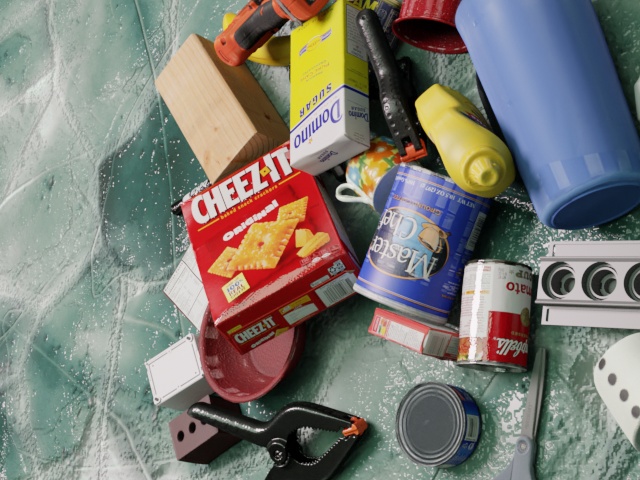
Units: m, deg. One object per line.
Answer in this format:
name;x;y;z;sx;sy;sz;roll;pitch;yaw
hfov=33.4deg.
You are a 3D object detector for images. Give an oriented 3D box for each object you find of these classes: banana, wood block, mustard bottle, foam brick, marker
banana;-0.068;-0.258;1.378;0.198;0.037;0.069;15;64;41
wood block;-0.119;-0.158;1.354;0.090;0.090;0.206;-48;51;20
mustard bottle;0.144;-0.090;1.036;0.058;0.096;0.191;-40;18;12
foam brick;-0.136;0.227;1.282;0.078;0.051;0.053;-38;55;28
marker;-0.155;-0.065;1.407;0.121;0.020;0.020;-32;58;31

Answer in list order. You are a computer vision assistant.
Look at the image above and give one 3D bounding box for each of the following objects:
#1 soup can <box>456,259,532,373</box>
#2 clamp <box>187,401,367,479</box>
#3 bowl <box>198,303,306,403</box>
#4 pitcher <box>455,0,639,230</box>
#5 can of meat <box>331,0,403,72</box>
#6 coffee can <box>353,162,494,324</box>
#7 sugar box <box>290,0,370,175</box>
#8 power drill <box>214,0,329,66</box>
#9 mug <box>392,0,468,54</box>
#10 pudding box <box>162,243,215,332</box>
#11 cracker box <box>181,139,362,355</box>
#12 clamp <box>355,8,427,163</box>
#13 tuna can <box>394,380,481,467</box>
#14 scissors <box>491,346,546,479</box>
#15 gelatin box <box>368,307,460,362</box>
soup can;0.170;0.075;1.042;0.069;0.068;0.102;-4;74;41
clamp;-0.048;0.225;1.185;0.210;0.036;0.164;-30;85;25
bowl;-0.069;0.112;1.253;0.162;0.055;0.162;-14;69;39
pitcher;0.222;-0.132;1.028;0.145;0.149;0.243;-23;66;19
can of meat;0.050;-0.252;1.254;0.102;0.057;0.084;37;105;42
coffee can;0.106;0.003;1.097;0.103;0.102;0.140;23;93;43
sugar box;0.009;-0.170;1.187;0.094;0.048;0.176;-25;55;44
power drill;-0.032;-0.293;1.266;0.184;0.057;0.188;-52;15;-21
mug;0.129;-0.258;1.173;0.117;0.093;0.081;150;135;-76
pudding box;-0.141;0.060;1.346;0.114;0.039;0.090;42;106;43
cracker box;-0.058;0.001;1.204;0.164;0.072;0.214;-29;45;6
clamp;0.079;-0.165;1.144;0.039;0.120;0.171;-27;51;22
tuna can;0.119;0.186;1.078;0.086;0.033;0.086;-14;69;39
scissors;0.181;0.208;1.028;0.096;0.016;0.202;-15;68;38
gelatin box;0.105;0.097;1.079;0.073;0.089;0.030;20;92;44
